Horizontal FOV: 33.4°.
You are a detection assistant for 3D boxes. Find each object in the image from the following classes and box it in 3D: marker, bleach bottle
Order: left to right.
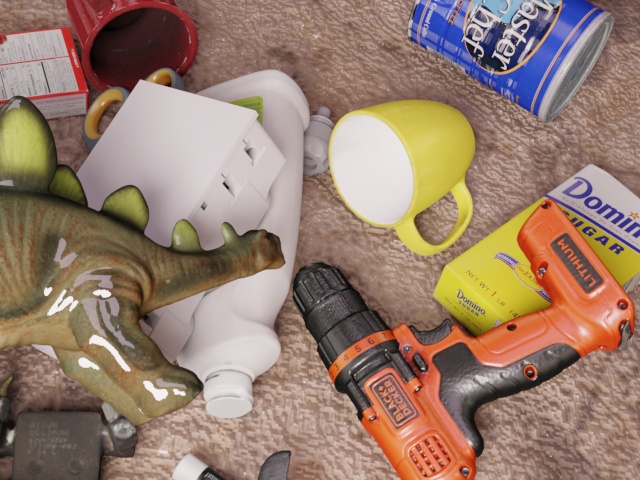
[{"bbox_3d":[-0.055,0.001,0.735,0.103,0.068,0.251,-16,52,17],"label":"bleach bottle"},{"bbox_3d":[-0.037,0.171,0.648,0.121,0.020,0.020,32,54,14],"label":"marker"}]

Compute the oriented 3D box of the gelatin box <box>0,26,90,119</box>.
[{"bbox_3d":[-0.232,-0.127,0.835,0.089,0.030,0.073,-11,57,-18],"label":"gelatin box"}]

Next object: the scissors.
[{"bbox_3d":[-0.167,-0.045,0.785,0.096,0.016,0.201,12,66,41],"label":"scissors"}]

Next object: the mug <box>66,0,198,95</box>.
[{"bbox_3d":[-0.159,-0.178,0.839,0.093,0.117,0.081,-36,54,10],"label":"mug"}]

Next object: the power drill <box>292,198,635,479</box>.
[{"bbox_3d":[0.093,0.054,0.702,0.187,0.057,0.184,-33,67,-2],"label":"power drill"}]

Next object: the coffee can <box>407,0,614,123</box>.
[{"bbox_3d":[0.159,-0.178,0.900,0.140,0.103,0.102,34,54,16],"label":"coffee can"}]

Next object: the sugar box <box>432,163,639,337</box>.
[{"bbox_3d":[0.178,0.017,0.790,0.176,0.048,0.093,-34,66,-29],"label":"sugar box"}]
